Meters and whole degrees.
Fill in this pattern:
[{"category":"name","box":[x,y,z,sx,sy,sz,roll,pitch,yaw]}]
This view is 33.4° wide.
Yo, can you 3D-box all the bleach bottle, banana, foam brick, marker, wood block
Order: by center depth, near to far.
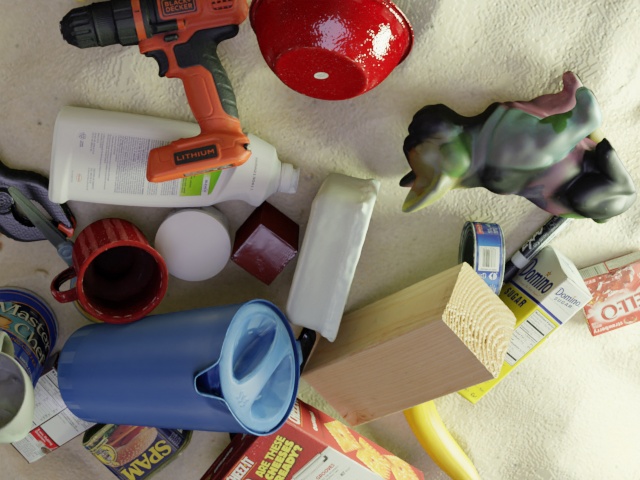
[{"category":"bleach bottle","box":[-0.149,-0.073,1.108,0.250,0.068,0.103,8,112,-6]},{"category":"wood block","box":[0.091,0.113,1.126,0.090,0.090,0.207,46,134,-17]},{"category":"foam brick","box":[-0.057,0.001,1.131,0.051,0.078,0.053,38,108,-13]},{"category":"marker","box":[0.236,0.003,1.164,0.020,0.020,0.121,38,108,-15]},{"category":"banana","box":[0.131,0.213,1.231,0.037,0.070,0.198,-39,122,-26]}]

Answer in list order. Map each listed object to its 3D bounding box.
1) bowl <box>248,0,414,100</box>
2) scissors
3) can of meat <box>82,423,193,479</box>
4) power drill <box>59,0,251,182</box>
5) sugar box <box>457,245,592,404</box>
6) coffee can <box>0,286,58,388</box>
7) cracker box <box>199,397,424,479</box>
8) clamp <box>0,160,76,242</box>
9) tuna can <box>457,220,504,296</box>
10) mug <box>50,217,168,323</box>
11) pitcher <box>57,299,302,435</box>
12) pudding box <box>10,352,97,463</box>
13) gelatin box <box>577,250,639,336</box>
[{"category":"bowl","box":[0.005,-0.180,1.015,0.162,0.055,0.162,10,157,4]},{"category":"scissors","box":[-0.250,0.009,1.143,0.096,0.016,0.202,-18,127,-2]},{"category":"can of meat","box":[-0.213,0.228,1.239,0.102,0.057,0.084,-39,105,14]},{"category":"power drill","box":[-0.150,-0.154,1.042,0.184,0.057,0.187,-11,91,-1]},{"category":"sugar box","box":[0.208,0.090,1.161,0.048,0.093,0.176,37,107,-15]},{"category":"coffee can","box":[-0.348,0.125,1.149,0.103,0.140,0.103,0,113,0]},{"category":"cracker box","box":[-0.010,0.287,1.218,0.213,0.072,0.164,33,108,-16]},{"category":"clamp","box":[-0.336,-0.057,1.127,0.171,0.039,0.120,17,117,-14]},{"category":"tuna can","box":[0.170,0.022,1.136,0.033,0.086,0.086,3,113,-3]},{"category":"mug","box":[-0.223,0.032,1.105,0.117,0.082,0.093,-24,120,-10]},{"category":"pitcher","box":[-0.146,0.134,1.113,0.243,0.145,0.149,-6,139,32]},{"category":"pudding box","box":[-0.319,0.195,1.235,0.113,0.039,0.090,-32,109,11]},{"category":"gelatin box","box":[0.332,0.058,1.181,0.089,0.030,0.073,-19,112,8]}]
